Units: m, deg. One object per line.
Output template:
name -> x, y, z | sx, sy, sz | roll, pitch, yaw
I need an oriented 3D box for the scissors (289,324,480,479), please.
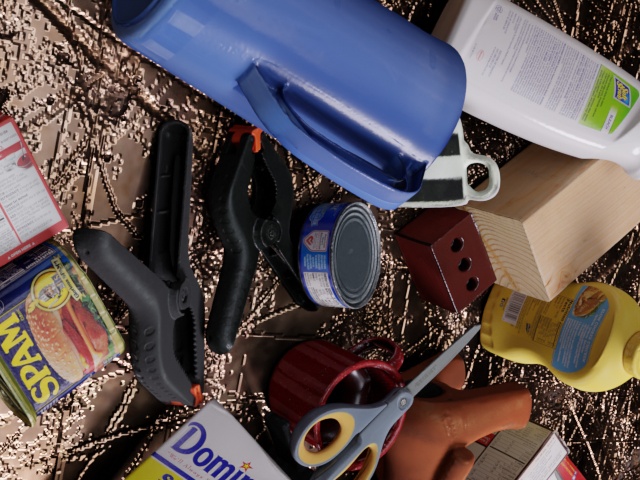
scissors -> 0.047, 0.121, 0.838 | 0.201, 0.016, 0.096 | -53, 126, -12

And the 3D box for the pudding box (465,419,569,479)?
pudding box -> 0.164, 0.215, 1.007 | 0.113, 0.090, 0.039 | -48, 124, -17

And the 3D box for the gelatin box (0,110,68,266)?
gelatin box -> -0.219, -0.030, 0.701 | 0.073, 0.030, 0.089 | -34, 120, -23

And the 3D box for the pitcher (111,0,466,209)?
pitcher -> -0.020, -0.128, 0.751 | 0.242, 0.149, 0.145 | 26, 86, -34

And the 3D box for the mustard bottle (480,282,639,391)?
mustard bottle -> 0.233, 0.082, 0.957 | 0.058, 0.192, 0.096 | 25, 87, -38

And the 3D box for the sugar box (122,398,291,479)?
sugar box -> -0.114, 0.210, 0.796 | 0.176, 0.048, 0.093 | -43, 86, -11

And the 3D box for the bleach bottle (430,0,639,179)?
bleach bottle -> 0.207, -0.115, 0.901 | 0.250, 0.068, 0.102 | 27, 80, -12

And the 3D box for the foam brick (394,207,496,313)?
foam brick -> 0.110, 0.015, 0.938 | 0.053, 0.051, 0.078 | -39, 122, -21

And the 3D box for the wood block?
wood block -> 0.236, -0.047, 0.989 | 0.205, 0.090, 0.091 | -37, 121, -22

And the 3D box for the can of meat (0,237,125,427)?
can of meat -> -0.193, 0.061, 0.728 | 0.083, 0.058, 0.102 | -38, 122, -26

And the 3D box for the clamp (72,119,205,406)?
clamp -> -0.112, 0.028, 0.767 | 0.164, 0.036, 0.210 | -68, 156, -48

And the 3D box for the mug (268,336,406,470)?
mug -> 0.018, 0.122, 0.881 | 0.117, 0.082, 0.093 | -45, 124, -17

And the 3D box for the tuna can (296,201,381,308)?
tuna can -> 0.016, 0.012, 0.859 | 0.086, 0.034, 0.086 | -3, 94, -60

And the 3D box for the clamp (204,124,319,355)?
clamp -> -0.055, 0.001, 0.816 | 0.120, 0.039, 0.171 | -37, 120, -47
